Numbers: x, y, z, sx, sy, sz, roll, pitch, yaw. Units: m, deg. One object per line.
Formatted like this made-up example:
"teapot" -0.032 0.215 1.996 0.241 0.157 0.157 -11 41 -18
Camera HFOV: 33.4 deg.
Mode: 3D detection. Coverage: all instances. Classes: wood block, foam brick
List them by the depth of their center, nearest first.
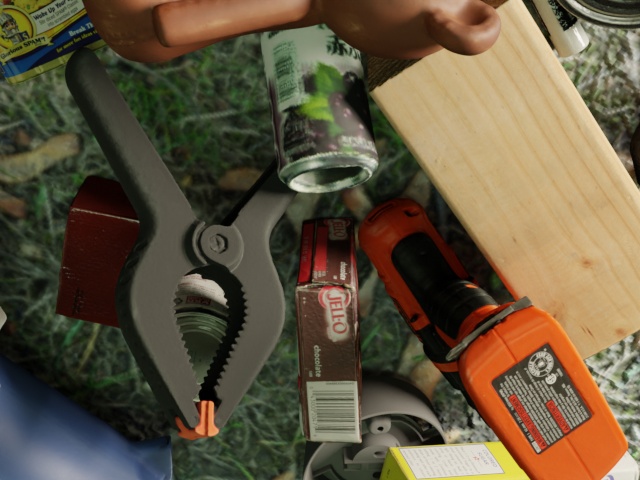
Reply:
"wood block" 0.120 -0.042 0.609 0.090 0.091 0.206 -32 111 15
"foam brick" -0.130 0.007 0.662 0.053 0.051 0.078 13 116 -4

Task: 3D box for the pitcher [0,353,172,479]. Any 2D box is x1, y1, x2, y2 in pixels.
"pitcher" -0.230 0.143 0.689 0.242 0.149 0.145 40 140 -13

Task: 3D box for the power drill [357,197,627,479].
"power drill" 0.099 0.072 0.615 0.057 0.188 0.184 -37 111 -2

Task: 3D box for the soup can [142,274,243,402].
"soup can" -0.070 0.046 0.651 0.068 0.102 0.068 0 116 1

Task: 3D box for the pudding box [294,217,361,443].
"pudding box" 0.006 0.054 0.661 0.039 0.090 0.113 0 117 3

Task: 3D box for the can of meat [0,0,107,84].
"can of meat" -0.149 -0.144 0.585 0.102 0.057 0.084 -21 116 12

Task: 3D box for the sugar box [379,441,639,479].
"sugar box" 0.122 0.182 0.716 0.176 0.048 0.093 2 118 -19

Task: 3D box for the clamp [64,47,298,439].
"clamp" -0.054 0.001 0.585 0.164 0.036 0.210 0 77 -27
